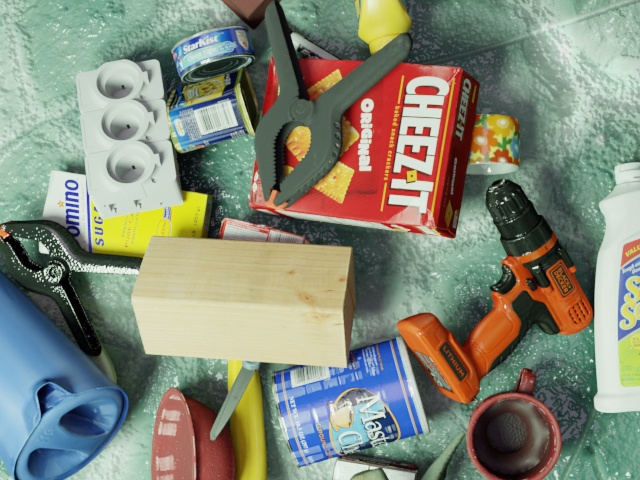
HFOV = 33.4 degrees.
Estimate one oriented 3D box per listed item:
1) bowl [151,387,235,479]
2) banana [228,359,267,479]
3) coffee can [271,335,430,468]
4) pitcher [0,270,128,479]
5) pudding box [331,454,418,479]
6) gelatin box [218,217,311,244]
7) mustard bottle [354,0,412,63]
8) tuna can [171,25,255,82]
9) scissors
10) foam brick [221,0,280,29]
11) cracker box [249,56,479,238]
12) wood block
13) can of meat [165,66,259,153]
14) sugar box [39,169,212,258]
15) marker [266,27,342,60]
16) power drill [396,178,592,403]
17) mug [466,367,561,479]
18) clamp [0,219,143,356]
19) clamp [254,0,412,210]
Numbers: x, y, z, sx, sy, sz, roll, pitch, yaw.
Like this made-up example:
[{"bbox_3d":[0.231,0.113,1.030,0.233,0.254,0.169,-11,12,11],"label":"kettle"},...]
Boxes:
[{"bbox_3d":[-0.128,0.231,1.093,0.055,0.162,0.162,3,86,-24],"label":"bowl"},{"bbox_3d":[-0.075,0.197,1.114,0.037,0.070,0.198,-1,65,-10],"label":"banana"},{"bbox_3d":[0.031,0.165,1.092,0.140,0.103,0.103,-16,85,4],"label":"coffee can"},{"bbox_3d":[-0.317,0.131,1.095,0.243,0.144,0.149,42,112,26],"label":"pitcher"},{"bbox_3d":[0.051,0.285,1.116,0.090,0.039,0.113,9,89,5],"label":"pudding box"},{"bbox_3d":[-0.058,0.001,1.125,0.089,0.073,0.030,14,87,6],"label":"gelatin box"},{"bbox_3d":[0.058,-0.271,1.120,0.058,0.096,0.191,-13,86,3],"label":"mustard bottle"},{"bbox_3d":[-0.113,-0.197,1.135,0.086,0.086,0.034,-17,87,3],"label":"tuna can"},{"bbox_3d":[-0.082,0.110,1.101,0.096,0.016,0.201,31,56,21],"label":"scissors"},{"bbox_3d":[-0.068,-0.278,1.153,0.051,0.053,0.078,44,90,6],"label":"foam brick"},{"bbox_3d":[0.041,-0.098,1.093,0.214,0.072,0.164,8,87,26],"label":"cracker box"},{"bbox_3d":[-0.073,0.060,1.066,0.206,0.091,0.090,3,45,8],"label":"wood block"},{"bbox_3d":[-0.113,-0.137,1.124,0.084,0.102,0.057,-15,113,6],"label":"can of meat"},{"bbox_3d":[-0.210,-0.017,1.152,0.176,0.048,0.093,9,88,4],"label":"sugar box"},{"bbox_3d":[-0.006,-0.204,1.160,0.121,0.020,0.020,33,89,6],"label":"marker"},{"bbox_3d":[0.170,0.056,1.066,0.187,0.057,0.184,-37,106,-14],"label":"power drill"},{"bbox_3d":[0.196,0.187,1.087,0.093,0.081,0.117,13,88,5],"label":"mug"},{"bbox_3d":[-0.262,0.026,1.119,0.171,0.039,0.120,43,96,-1],"label":"clamp"},{"bbox_3d":[-0.019,-0.135,1.064,0.165,0.036,0.210,27,95,26],"label":"clamp"}]
